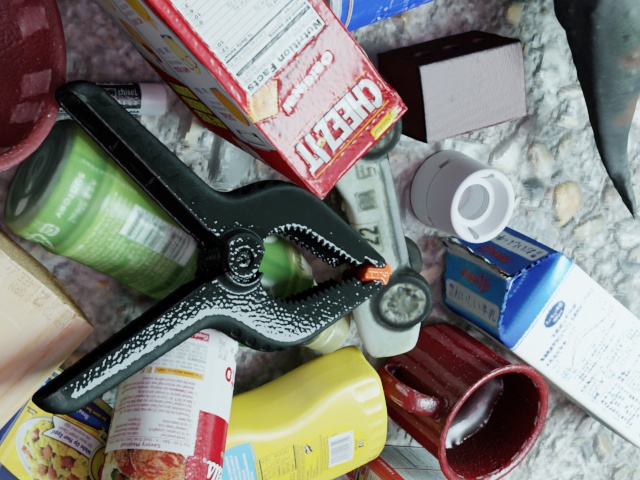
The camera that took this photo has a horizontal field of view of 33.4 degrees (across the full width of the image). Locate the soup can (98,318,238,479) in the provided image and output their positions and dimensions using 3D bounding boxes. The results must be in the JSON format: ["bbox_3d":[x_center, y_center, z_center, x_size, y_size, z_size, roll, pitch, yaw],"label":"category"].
[{"bbox_3d":[-0.085,0.101,0.602,0.068,0.069,0.102,21,63,-31],"label":"soup can"}]

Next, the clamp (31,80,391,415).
[{"bbox_3d":[-0.054,0.001,0.571,0.209,0.036,0.164,-2,89,-33],"label":"clamp"}]

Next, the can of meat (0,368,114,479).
[{"bbox_3d":[-0.159,0.126,0.611,0.102,0.058,0.084,48,54,-31],"label":"can of meat"}]

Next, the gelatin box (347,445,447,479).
[{"bbox_3d":[0.075,0.175,0.754,0.089,0.073,0.030,10,103,-30],"label":"gelatin box"}]

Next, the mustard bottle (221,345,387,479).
[{"bbox_3d":[-0.052,0.139,0.682,0.191,0.058,0.096,-21,139,-19],"label":"mustard bottle"}]

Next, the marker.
[{"bbox_3d":[-0.145,-0.079,0.588,0.120,0.020,0.020,-3,108,-26],"label":"marker"}]

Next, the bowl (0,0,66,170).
[{"bbox_3d":[-0.198,-0.103,0.506,0.161,0.055,0.162,29,54,-50],"label":"bowl"}]

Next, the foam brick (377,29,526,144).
[{"bbox_3d":[0.085,-0.099,0.680,0.078,0.053,0.051,-17,114,-22],"label":"foam brick"}]

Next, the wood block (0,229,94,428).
[{"bbox_3d":[-0.229,0.082,0.557,0.206,0.091,0.090,-47,120,-6],"label":"wood block"}]

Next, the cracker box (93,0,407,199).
[{"bbox_3d":[-0.070,-0.133,0.524,0.072,0.164,0.213,-45,120,-6],"label":"cracker box"}]

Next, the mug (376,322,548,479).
[{"bbox_3d":[0.085,0.106,0.724,0.117,0.082,0.093,13,104,-38],"label":"mug"}]
